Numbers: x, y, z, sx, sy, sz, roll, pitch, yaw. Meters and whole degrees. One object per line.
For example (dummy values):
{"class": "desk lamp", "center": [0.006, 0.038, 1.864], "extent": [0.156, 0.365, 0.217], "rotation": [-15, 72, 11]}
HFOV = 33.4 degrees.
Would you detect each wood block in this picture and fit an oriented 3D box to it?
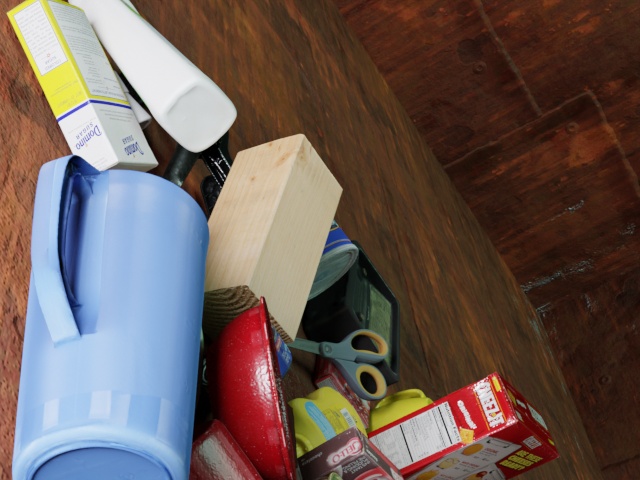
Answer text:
{"class": "wood block", "center": [-0.058, 0.001, 1.082], "extent": [0.090, 0.090, 0.206], "rotation": [52, 40, -35]}

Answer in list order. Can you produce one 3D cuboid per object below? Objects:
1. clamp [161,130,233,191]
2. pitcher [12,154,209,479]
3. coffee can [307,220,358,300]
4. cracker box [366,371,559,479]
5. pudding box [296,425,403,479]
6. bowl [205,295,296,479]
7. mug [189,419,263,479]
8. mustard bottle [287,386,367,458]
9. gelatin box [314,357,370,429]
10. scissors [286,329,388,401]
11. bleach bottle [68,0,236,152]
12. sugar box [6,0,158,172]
{"class": "clamp", "center": [-0.134, -0.107, 1.159], "extent": [0.164, 0.036, 0.210], "rotation": [20, 45, -57]}
{"class": "pitcher", "center": [-0.148, 0.065, 0.734], "extent": [0.149, 0.145, 0.243], "rotation": [19, 37, -21]}
{"class": "coffee can", "center": [-0.038, -0.010, 1.240], "extent": [0.140, 0.103, 0.102], "rotation": [52, 11, 18]}
{"class": "cracker box", "center": [0.142, 0.241, 1.214], "extent": [0.164, 0.214, 0.072], "rotation": [41, 25, -54]}
{"class": "pudding box", "center": [0.012, 0.231, 0.991], "extent": [0.090, 0.113, 0.039], "rotation": [49, 16, -38]}
{"class": "bowl", "center": [-0.058, 0.129, 0.870], "extent": [0.162, 0.055, 0.162], "rotation": [170, -90, -89]}
{"class": "mug", "center": [-0.094, 0.193, 0.783], "extent": [0.117, 0.093, 0.081], "rotation": [-37, 94, -39]}
{"class": "mustard bottle", "center": [-0.007, 0.206, 1.085], "extent": [0.096, 0.058, 0.191], "rotation": [62, 14, 9]}
{"class": "gelatin box", "center": [0.028, 0.183, 1.303], "extent": [0.089, 0.030, 0.073], "rotation": [58, 15, -16]}
{"class": "scissors", "center": [0.014, 0.147, 1.245], "extent": [0.201, 0.016, 0.096], "rotation": [-1, 72, -46]}
{"class": "bleach bottle", "center": [-0.192, -0.202, 1.118], "extent": [0.251, 0.068, 0.102], "rotation": [48, 2, 31]}
{"class": "sugar box", "center": [-0.225, -0.142, 1.016], "extent": [0.176, 0.048, 0.093], "rotation": [66, 15, 5]}
